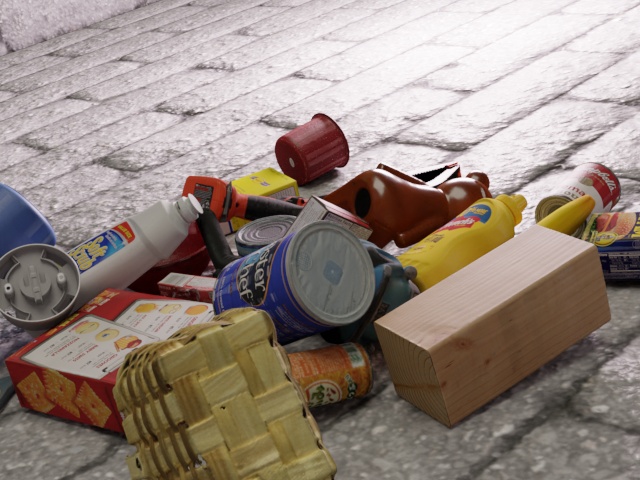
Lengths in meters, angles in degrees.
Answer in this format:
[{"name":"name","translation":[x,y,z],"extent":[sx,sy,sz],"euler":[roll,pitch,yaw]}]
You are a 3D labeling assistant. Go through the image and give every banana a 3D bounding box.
[{"name":"banana","translation":[0.231,0.014,1.195],"extent":[0.197,0.037,0.070],"euler":[-34,-2,-27]}]

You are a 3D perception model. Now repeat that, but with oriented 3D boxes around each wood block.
[{"name":"wood block","translation":[0.168,0.077,1.023],"extent":[0.205,0.090,0.091],"euler":[-29,28,-21]}]

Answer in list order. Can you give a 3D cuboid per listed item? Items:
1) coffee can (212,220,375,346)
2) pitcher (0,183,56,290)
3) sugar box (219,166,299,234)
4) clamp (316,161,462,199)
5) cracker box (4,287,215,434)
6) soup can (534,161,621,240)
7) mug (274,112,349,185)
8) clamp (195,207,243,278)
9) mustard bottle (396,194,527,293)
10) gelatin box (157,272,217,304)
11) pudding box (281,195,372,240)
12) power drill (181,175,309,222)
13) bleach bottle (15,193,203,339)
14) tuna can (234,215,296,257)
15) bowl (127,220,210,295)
[{"name":"coffee can","translation":[-0.028,0.049,1.059],"extent":[0.102,0.103,0.141],"euler":[-33,5,-40]},{"name":"pitcher","translation":[-0.435,0.041,1.243],"extent":[0.145,0.149,0.242],"euler":[20,61,41]},{"name":"sugar box","translation":[-0.127,-0.050,1.532],"extent":[0.176,0.048,0.093],"euler":[-20,25,-22]},{"name":"clamp","translation":[0.110,-0.058,1.449],"extent":[0.209,0.036,0.165],"euler":[-19,24,-17]},{"name":"cracker box","translation":[-0.198,0.128,1.132],"extent":[0.214,0.072,0.163],"euler":[6,30,34]},{"name":"soup can","translation":[0.310,-0.045,1.287],"extent":[0.069,0.068,0.102],"euler":[8,31,38]},{"name":"mug","translation":[-0.020,-0.133,1.632],"extent":[0.081,0.093,0.117],"euler":[-31,-1,-28]},{"name":"clamp","translation":[-0.109,0.036,1.249],"extent":[0.039,0.120,0.172],"euler":[-16,26,-33]},{"name":"mustard bottle","translation":[0.164,0.002,1.216],"extent":[0.191,0.058,0.096],"euler":[-34,12,-22]},{"name":"gelatin box","translation":[-0.136,0.078,1.211],"extent":[0.089,0.073,0.030],"euler":[6,30,33]},{"name":"pudding box","translation":[-0.005,0.012,1.216],"extent":[0.089,0.113,0.039],"euler":[23,14,-48]},{"name":"power drill","translation":[-0.083,-0.043,1.391],"extent":[0.187,0.057,0.185],"euler":[8,1,-32]},{"name":"bleach bottle","translation":[-0.249,0.021,1.277],"extent":[0.251,0.068,0.102],"euler":[-34,32,10]},{"name":"tuna can","translation":[-0.058,0.002,1.270],"extent":[0.086,0.034,0.086],"euler":[-10,23,4]},{"name":"bowl","translation":[-0.204,0.026,1.384],"extent":[0.162,0.055,0.162],"euler":[-10,23,4]}]
